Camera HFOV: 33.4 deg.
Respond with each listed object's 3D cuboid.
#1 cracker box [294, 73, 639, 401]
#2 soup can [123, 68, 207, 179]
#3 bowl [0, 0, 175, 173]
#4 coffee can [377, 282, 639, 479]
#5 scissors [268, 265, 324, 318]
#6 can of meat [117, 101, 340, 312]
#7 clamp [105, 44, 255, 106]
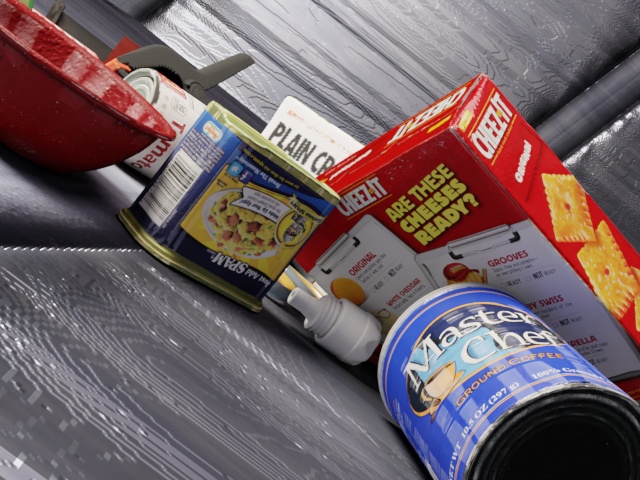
[{"bbox_3d":[0.102,0.022,0.674,0.213,0.164,0.072,47,45,-14],"label":"cracker box"},{"bbox_3d":[-0.103,-0.071,0.772,0.102,0.068,0.069,34,8,-38],"label":"soup can"},{"bbox_3d":[-0.160,-0.086,0.590,0.162,0.055,0.162,38,6,-5],"label":"bowl"},{"bbox_3d":[0.098,0.093,0.561,0.102,0.103,0.140,36,6,-21],"label":"coffee can"},{"bbox_3d":[-0.055,0.001,0.770,0.202,0.016,0.096,42,7,35],"label":"scissors"},{"bbox_3d":[-0.050,-0.019,0.612,0.102,0.084,0.057,33,8,-42],"label":"can of meat"},{"bbox_3d":[-0.129,-0.146,1.057,0.209,0.036,0.164,25,53,-44],"label":"clamp"}]
